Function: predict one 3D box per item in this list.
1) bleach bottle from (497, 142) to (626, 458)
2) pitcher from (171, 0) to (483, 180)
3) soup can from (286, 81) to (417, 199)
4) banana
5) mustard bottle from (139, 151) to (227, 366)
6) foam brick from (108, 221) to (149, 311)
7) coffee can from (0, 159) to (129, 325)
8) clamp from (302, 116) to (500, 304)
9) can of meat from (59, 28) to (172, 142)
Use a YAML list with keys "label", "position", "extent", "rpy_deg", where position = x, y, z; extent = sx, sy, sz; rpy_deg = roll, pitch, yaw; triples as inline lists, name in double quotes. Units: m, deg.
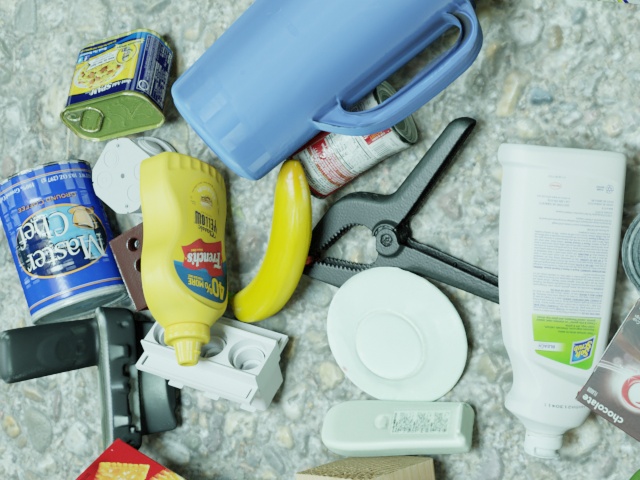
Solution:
- label: "bleach bottle"
  position: [0.184, 0.050, 0.863]
  extent: [0.102, 0.068, 0.251]
  rpy_deg: [5, 96, -3]
- label: "pitcher"
  position: [0.004, -0.156, 0.874]
  extent: [0.243, 0.149, 0.145]
  rpy_deg: [-41, 112, 6]
- label: "soup can"
  position: [0.026, -0.089, 0.944]
  extent: [0.102, 0.068, 0.068]
  rpy_deg: [-30, 79, 24]
- label: "banana"
  position: [-0.045, 0.016, 0.964]
  extent: [0.070, 0.037, 0.198]
  rpy_deg: [43, 131, 14]
- label: "mustard bottle"
  position: [-0.124, 0.021, 0.977]
  extent: [0.058, 0.096, 0.191]
  rpy_deg: [-15, 66, 27]
- label: "foam brick"
  position: [-0.162, 0.023, 1.049]
  extent: [0.053, 0.051, 0.078]
  rpy_deg: [-28, 79, 24]
- label: "coffee can"
  position: [-0.258, 0.003, 1.068]
  extent: [0.103, 0.102, 0.140]
  rpy_deg: [-23, 81, 25]
- label: "clamp"
  position: [0.073, 0.004, 0.941]
  extent: [0.210, 0.036, 0.164]
  rpy_deg: [-23, 88, 29]
- label: "can of meat"
  position: [-0.197, -0.152, 1.042]
  extent: [0.102, 0.057, 0.084]
  rpy_deg: [-10, 58, 25]
